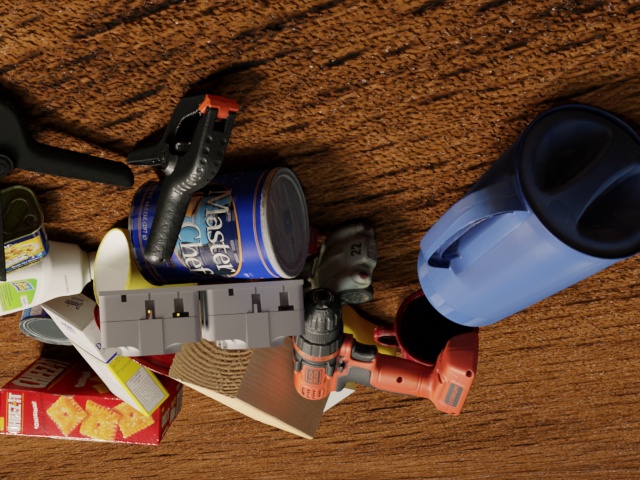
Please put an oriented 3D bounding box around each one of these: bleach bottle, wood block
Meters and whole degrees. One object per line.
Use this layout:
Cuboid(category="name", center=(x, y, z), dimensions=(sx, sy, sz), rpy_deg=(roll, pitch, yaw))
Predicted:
Cuboid(category="bleach bottle", center=(-0.359, 0.048, 1.168), dimensions=(0.250, 0.068, 0.103), rpy_deg=(-9, 150, -13))
Cuboid(category="wood block", center=(-0.069, 0.147, 1.188), dimensions=(0.090, 0.091, 0.206), rpy_deg=(14, 166, 28))

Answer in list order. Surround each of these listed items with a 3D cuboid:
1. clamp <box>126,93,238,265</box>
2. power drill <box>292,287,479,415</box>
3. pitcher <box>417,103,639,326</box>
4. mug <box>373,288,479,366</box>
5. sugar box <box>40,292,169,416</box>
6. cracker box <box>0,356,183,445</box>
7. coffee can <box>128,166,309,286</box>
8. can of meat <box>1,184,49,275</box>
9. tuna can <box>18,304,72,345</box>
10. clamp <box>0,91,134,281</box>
Cuboid(category="clamp", center=(-0.123, -0.074, 0.918), dimensions=(0.039, 0.120, 0.172), rpy_deg=(1, 139, -39))
Cuboid(category="power drill", center=(0.064, 0.115, 1.093), dimensions=(0.187, 0.057, 0.184), rpy_deg=(10, 146, 3))
Cuboid(category="pitcher", center=(0.168, -0.006, 0.930), dimensions=(0.149, 0.145, 0.243), rpy_deg=(32, 152, -5))
Cuboid(category="mug", center=(0.119, 0.109, 1.209), dimensions=(0.117, 0.093, 0.081), rpy_deg=(-2, 157, 5))
Cuboid(category="sugar box", center=(-0.260, 0.134, 1.299), dimensions=(0.093, 0.048, 0.176), rpy_deg=(24, 150, 41))
Cuboid(category="cracker box", center=(-0.306, 0.214, 1.450), dimensions=(0.213, 0.072, 0.164), rpy_deg=(5, -172, 3))
Cuboid(category="coffee can", center=(-0.093, -0.012, 1.001), dimensions=(0.140, 0.103, 0.102), rpy_deg=(-5, 151, 20))
Cuboid(category="can of meat", center=(-0.330, -0.003, 1.088), dimensions=(0.102, 0.057, 0.084), rpy_deg=(-22, 160, -15))
Cuboid(category="tuna can", center=(-0.334, 0.101, 1.348), dimensions=(0.086, 0.033, 0.086), rpy_deg=(5, 153, 2))
Cuboid(category="clamp", center=(-0.276, -0.074, 0.945), dimensions=(0.164, 0.036, 0.210), rpy_deg=(-32, 127, -2))
